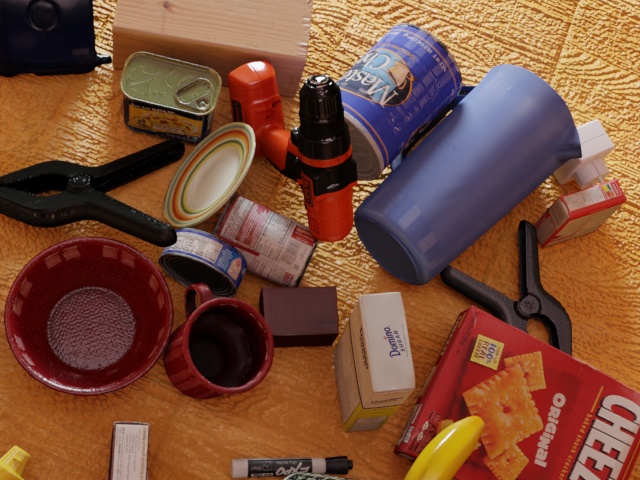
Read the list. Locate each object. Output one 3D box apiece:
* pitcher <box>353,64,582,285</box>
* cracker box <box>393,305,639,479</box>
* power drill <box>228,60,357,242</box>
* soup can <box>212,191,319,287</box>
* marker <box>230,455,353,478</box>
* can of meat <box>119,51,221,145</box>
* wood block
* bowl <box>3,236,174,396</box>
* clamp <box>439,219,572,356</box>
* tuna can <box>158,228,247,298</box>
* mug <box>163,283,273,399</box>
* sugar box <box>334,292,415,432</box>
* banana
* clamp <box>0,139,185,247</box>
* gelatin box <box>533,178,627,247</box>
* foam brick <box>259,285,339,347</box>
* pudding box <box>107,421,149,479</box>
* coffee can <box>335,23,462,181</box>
[{"bbox_3d":[0.146,-0.071,1.146,0.242,0.149,0.145,-42,96,-18],"label":"pitcher"},{"bbox_3d":[0.205,0.187,1.066,0.213,0.072,0.164,27,78,2],"label":"cracker box"},{"bbox_3d":[-0.029,-0.111,1.079,0.057,0.184,0.188,-20,40,-20],"label":"power drill"},{"bbox_3d":[-0.057,0.001,1.106,0.102,0.068,0.068,25,67,0],"label":"soup can"},{"bbox_3d":[-0.028,0.224,1.054,0.121,0.020,0.020,0,69,-10],"label":"marker"},{"bbox_3d":[-0.160,-0.148,1.136,0.102,0.084,0.057,13,68,-5],"label":"can of meat"},{"bbox_3d":[-0.118,-0.231,1.173,0.206,0.090,0.091,9,69,-7],"label":"wood block"},{"bbox_3d":[-0.227,0.080,1.054,0.162,0.055,0.162,3,69,-9],"label":"bowl"},{"bbox_3d":[0.222,0.063,1.145,0.120,0.039,0.171,-38,85,-10],"label":"clamp"},{"bbox_3d":[-0.118,0.023,1.078,0.086,0.086,0.033,24,66,0],"label":"tuna can"},{"bbox_3d":[-0.108,0.099,1.042,0.093,0.082,0.117,-18,83,-31],"label":"mug"},{"bbox_3d":[0.049,0.120,1.021,0.048,0.176,0.093,-4,70,-11],"label":"sugar box"},{"bbox_3d":[0.094,0.243,0.979,0.037,0.069,0.197,13,72,39],"label":"banana"},{"bbox_3d":[-0.238,-0.055,1.099,0.210,0.036,0.164,3,39,3],"label":"clamp"},{"bbox_3d":[0.281,-0.029,1.164,0.073,0.089,0.030,-17,72,-16],"label":"gelatin box"},{"bbox_3d":[-0.023,0.079,1.092,0.078,0.051,0.053,0,70,-9],"label":"foam brick"},{"bbox_3d":[-0.179,0.230,0.987,0.039,0.090,0.113,2,70,-10],"label":"pudding box"},{"bbox_3d":[0.067,-0.146,1.128,0.103,0.103,0.140,41,69,7],"label":"coffee can"}]
